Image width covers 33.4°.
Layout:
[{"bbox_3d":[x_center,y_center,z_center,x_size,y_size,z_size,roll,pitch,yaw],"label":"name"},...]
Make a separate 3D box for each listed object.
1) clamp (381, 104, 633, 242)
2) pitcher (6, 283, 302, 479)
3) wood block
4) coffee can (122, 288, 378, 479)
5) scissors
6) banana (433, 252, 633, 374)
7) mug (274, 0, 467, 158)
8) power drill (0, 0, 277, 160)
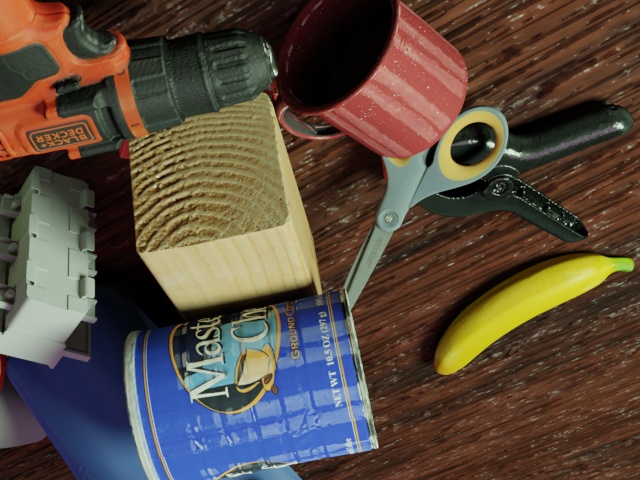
[{"bbox_3d":[0.132,-0.055,0.749,0.171,0.039,0.120,7,127,-15],"label":"clamp"},{"bbox_3d":[-0.125,0.157,0.794,0.149,0.243,0.145,-45,163,5],"label":"pitcher"},{"bbox_3d":[-0.054,0.001,0.703,0.090,0.091,0.206,-11,155,3],"label":"wood block"},{"bbox_3d":[-0.042,0.094,0.672,0.140,0.103,0.103,-12,140,2],"label":"coffee can"},{"bbox_3d":[0.068,-0.021,0.733,0.096,0.016,0.202,9,116,2],"label":"scissors"},{"bbox_3d":[0.164,0.060,0.892,0.198,0.037,0.069,-32,134,26],"label":"banana"},{"bbox_3d":[0.025,-0.095,0.645,0.117,0.093,0.081,-32,140,29],"label":"mug"},{"bbox_3d":[-0.125,-0.114,0.517,0.184,0.057,0.187,-13,145,3],"label":"power drill"}]
